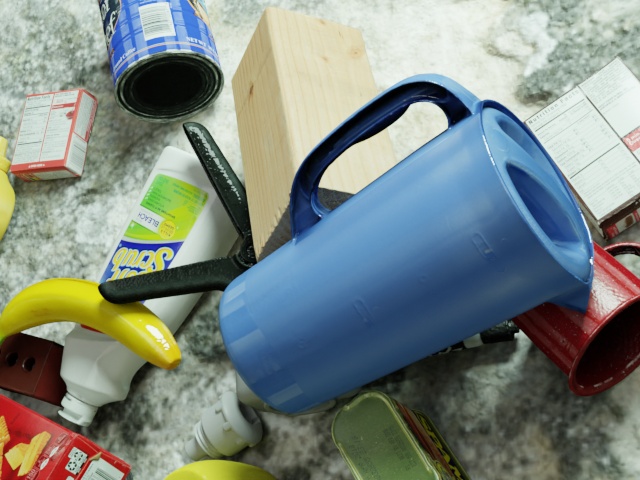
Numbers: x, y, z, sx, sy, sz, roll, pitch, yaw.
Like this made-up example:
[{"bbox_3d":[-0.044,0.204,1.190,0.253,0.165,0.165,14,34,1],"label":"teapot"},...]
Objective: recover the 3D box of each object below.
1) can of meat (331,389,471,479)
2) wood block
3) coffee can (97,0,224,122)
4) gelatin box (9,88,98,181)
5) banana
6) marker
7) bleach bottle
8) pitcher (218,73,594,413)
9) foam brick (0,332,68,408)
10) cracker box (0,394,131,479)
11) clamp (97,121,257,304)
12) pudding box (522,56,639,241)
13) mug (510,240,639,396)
[{"bbox_3d":[0.060,0.161,0.761,0.057,0.083,0.102,-39,57,8],"label":"can of meat"},{"bbox_3d":[-0.007,-0.081,0.849,0.091,0.090,0.206,122,148,-41],"label":"wood block"},{"bbox_3d":[-0.154,-0.198,1.009,0.103,0.102,0.140,-24,61,16],"label":"coffee can"},{"bbox_3d":[-0.267,-0.106,1.073,0.073,0.030,0.089,-3,68,28],"label":"gelatin box"},{"bbox_3d":[-0.198,0.067,0.895,0.198,0.037,0.069,1,94,27],"label":"banana"},{"bbox_3d":[0.093,0.078,0.817,0.121,0.020,0.020,-14,64,22],"label":"marker"},{"bbox_3d":[-0.150,0.048,0.931,0.103,0.068,0.251,25,84,32],"label":"bleach bottle"},{"bbox_3d":[0.045,0.013,0.716,0.243,0.144,0.149,-31,54,26],"label":"pitcher"},{"bbox_3d":[-0.263,0.114,0.965,0.078,0.051,0.053,9,74,30],"label":"foam brick"},{"bbox_3d":[-0.275,0.214,0.873,0.214,0.072,0.164,11,63,46],"label":"cracker box"},{"bbox_3d":[-0.056,0.001,0.864,0.210,0.036,0.164,17,77,4],"label":"clamp"},{"bbox_3d":[0.219,-0.070,0.803,0.090,0.039,0.113,-35,56,11],"label":"pudding box"},{"bbox_3d":[0.192,0.041,0.745,0.117,0.093,0.082,-35,51,-10],"label":"mug"}]
